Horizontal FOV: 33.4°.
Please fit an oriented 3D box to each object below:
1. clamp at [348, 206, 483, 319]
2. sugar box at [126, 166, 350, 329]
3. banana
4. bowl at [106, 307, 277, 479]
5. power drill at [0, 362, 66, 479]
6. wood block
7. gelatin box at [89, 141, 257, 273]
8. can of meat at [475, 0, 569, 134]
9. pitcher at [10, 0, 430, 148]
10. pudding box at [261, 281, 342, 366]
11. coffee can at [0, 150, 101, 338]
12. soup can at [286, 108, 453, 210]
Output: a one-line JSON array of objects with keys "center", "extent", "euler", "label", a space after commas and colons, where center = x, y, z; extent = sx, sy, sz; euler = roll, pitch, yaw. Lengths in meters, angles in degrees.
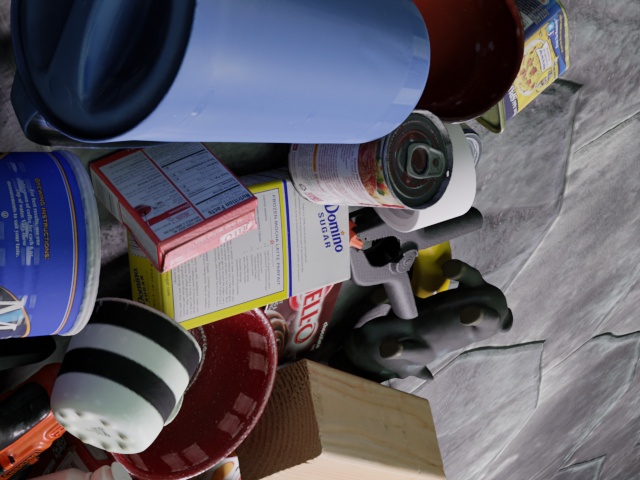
[{"center": [0.062, 0.016, 0.914], "extent": [0.171, 0.039, 0.120], "euler": [7, 114, -45], "label": "clamp"}, {"center": [-0.055, 0.001, 0.779], "extent": [0.175, 0.048, 0.093], "euler": [-15, 110, -42], "label": "sugar box"}, {"center": [0.098, 0.034, 1.042], "extent": [0.069, 0.037, 0.198], "euler": [-27, 146, -27], "label": "banana"}, {"center": [-0.112, 0.105, 0.833], "extent": [0.161, 0.055, 0.162], "euler": [-18, 120, -35], "label": "bowl"}, {"center": [-0.257, 0.145, 0.691], "extent": [0.184, 0.057, 0.187], "euler": [-39, 168, 7], "label": "power drill"}, {"center": [0.019, 0.184, 0.988], "extent": [0.091, 0.090, 0.205], "euler": [-26, 149, 27], "label": "wood block"}, {"center": [-0.094, -0.028, 0.683], "extent": [0.073, 0.089, 0.030], "euler": [-27, 145, -26], "label": "gelatin box"}, {"center": [0.153, -0.149, 0.862], "extent": [0.084, 0.057, 0.102], "euler": [-41, 151, -10], "label": "can of meat"}, {"center": [-0.049, -0.110, 0.612], "extent": [0.242, 0.149, 0.145], "euler": [-1, 104, -54], "label": "pitcher"}, {"center": [-0.029, 0.058, 0.917], "extent": [0.089, 0.039, 0.114], "euler": [-19, 142, -38], "label": "pudding box"}, {"center": [-0.199, 0.004, 0.556], "extent": [0.140, 0.103, 0.103], "euler": [-2, 132, -32], "label": "coffee can"}, {"center": [0.033, -0.056, 0.749], "extent": [0.068, 0.102, 0.068], "euler": [-4, 96, -41], "label": "soup can"}]
